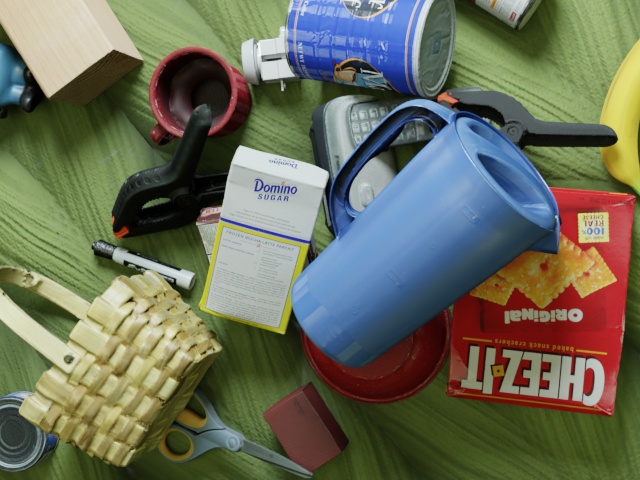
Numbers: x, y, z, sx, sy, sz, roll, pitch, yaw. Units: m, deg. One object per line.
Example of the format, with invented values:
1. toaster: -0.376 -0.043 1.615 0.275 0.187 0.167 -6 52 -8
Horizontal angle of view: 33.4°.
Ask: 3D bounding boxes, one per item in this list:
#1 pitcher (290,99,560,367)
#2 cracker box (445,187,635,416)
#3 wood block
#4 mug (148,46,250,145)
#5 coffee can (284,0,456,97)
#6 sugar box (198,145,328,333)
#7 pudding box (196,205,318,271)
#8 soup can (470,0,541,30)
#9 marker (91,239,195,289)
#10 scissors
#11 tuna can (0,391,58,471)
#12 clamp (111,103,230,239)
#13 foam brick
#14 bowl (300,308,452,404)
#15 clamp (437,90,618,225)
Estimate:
1. pitcher: 0.080 0.000 0.966 0.243 0.144 0.149 -42 49 26
2. cracker box: 0.214 0.054 1.046 0.164 0.072 0.214 5 94 11
3. wood block: -0.290 -0.255 1.131 0.090 0.090 0.206 -34 86 11
4. mug: -0.128 -0.140 1.105 0.117 0.081 0.093 -45 83 10
5. coffee can: 0.050 -0.199 1.041 0.140 0.102 0.103 12 95 23
6. sugar box: -0.057 0.001 1.049 0.093 0.048 0.176 16 118 -1
7. pudding box: -0.063 0.006 1.103 0.113 0.039 0.090 -6 120 13
8. soup can: 0.170 -0.261 1.044 0.102 0.068 0.068 34 99 8
9. marker: -0.193 0.025 1.158 0.121 0.020 0.020 20 96 11
10. scissors: -0.103 0.224 1.125 0.202 0.016 0.096 34 108 25
11. tuna can: -0.337 0.213 1.189 0.086 0.033 0.086 1 93 12
12. clamp: -0.130 -0.054 1.106 0.210 0.164 0.036 -32 52 31
13. foam brick: -0.014 0.196 1.111 0.053 0.051 0.078 -33 86 10
14. bowl: 0.052 0.092 1.091 0.162 0.055 0.162 0 92 12
15. clamp: 0.193 -0.099 1.018 0.171 0.039 0.120 41 67 18
